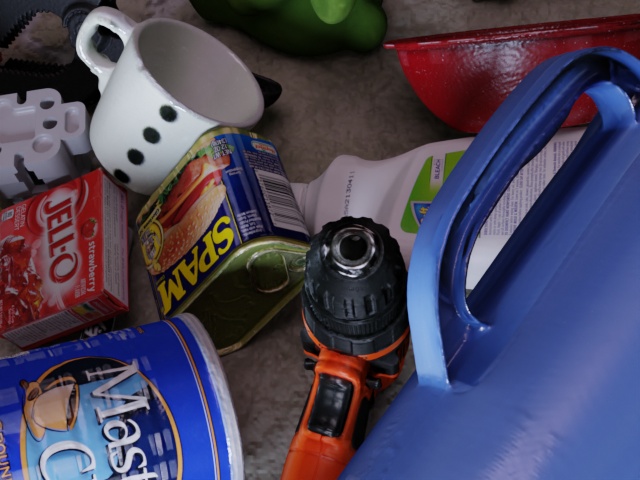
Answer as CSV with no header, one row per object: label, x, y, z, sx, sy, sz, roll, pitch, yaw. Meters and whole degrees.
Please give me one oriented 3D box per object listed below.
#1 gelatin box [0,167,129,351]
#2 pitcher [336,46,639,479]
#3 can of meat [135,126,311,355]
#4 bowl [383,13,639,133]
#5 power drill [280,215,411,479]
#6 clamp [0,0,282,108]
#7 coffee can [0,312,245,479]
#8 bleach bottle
gelatin box,-0.148,0.010,0.611,0.073,0.030,0.089,-20,54,17
pitcher,0.097,0.053,0.415,0.149,0.145,0.242,34,67,21
can of meat,-0.054,0.001,0.585,0.102,0.057,0.084,-45,50,32
bowl,0.118,-0.095,0.610,0.162,0.162,0.055,-6,101,4
power drill,0.000,0.095,0.483,0.057,0.184,0.187,16,72,11
clamp,-0.140,-0.146,0.664,0.210,0.164,0.036,-7,21,20
coffee can,-0.119,0.099,0.509,0.140,0.103,0.103,-12,58,-21
bleach bottle,0.098,-0.021,0.597,0.251,0.068,0.102,2,58,12
